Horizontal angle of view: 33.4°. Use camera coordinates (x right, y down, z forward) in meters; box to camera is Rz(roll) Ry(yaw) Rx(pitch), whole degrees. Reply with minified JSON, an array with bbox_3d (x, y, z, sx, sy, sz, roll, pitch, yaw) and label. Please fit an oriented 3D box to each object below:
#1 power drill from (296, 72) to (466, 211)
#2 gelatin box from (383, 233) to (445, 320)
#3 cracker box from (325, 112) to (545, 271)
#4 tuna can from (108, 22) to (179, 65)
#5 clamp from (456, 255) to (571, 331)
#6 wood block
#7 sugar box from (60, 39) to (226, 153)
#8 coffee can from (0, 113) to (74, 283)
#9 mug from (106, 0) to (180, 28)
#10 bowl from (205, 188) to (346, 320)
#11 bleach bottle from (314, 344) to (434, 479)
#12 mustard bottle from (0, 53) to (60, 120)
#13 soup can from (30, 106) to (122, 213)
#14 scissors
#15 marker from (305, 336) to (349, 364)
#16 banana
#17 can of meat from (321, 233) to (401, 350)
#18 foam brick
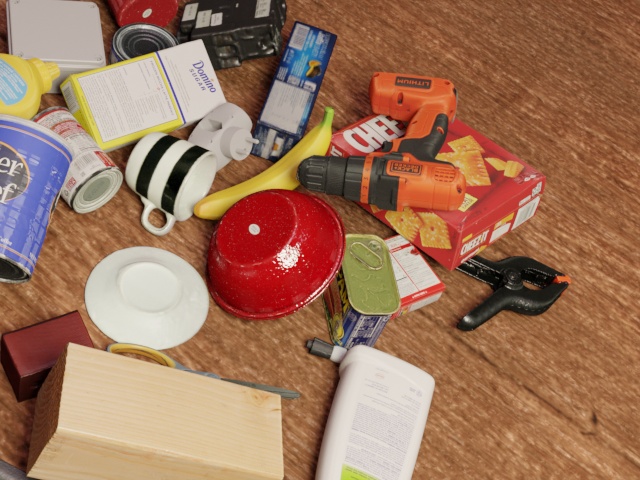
[{"bbox_3d":[0.077,-0.111,1.201,0.184,0.057,0.187,9,48,6],"label":"power drill"},{"bbox_3d":[0.086,0.039,1.210,0.073,0.030,0.089,-19,59,-30],"label":"gelatin box"},{"bbox_3d":[0.132,-0.077,1.263,0.163,0.072,0.214,-30,55,-35],"label":"cracker box"},{"bbox_3d":[-0.216,-0.228,1.313,0.086,0.034,0.086,9,51,-12],"label":"tuna can"},{"bbox_3d":[0.208,0.045,1.243,0.171,0.039,0.120,-5,60,-30],"label":"clamp"},{"bbox_3d":[-0.146,0.174,0.957,0.205,0.090,0.091,17,44,-23],"label":"wood block"},{"bbox_3d":[-0.203,-0.167,1.244,0.175,0.048,0.093,-22,92,-34],"label":"sugar box"},{"bbox_3d":[-0.316,-0.041,1.063,0.102,0.103,0.140,16,70,-6],"label":"coffee can"},{"bbox_3d":[-0.218,-0.316,1.344,0.117,0.093,0.081,-17,65,-21],"label":"mug"},{"bbox_3d":[-0.057,0.001,1.123,0.162,0.055,0.162,-12,54,16],"label":"bowl"},{"bbox_3d":[0.034,0.227,1.028,0.102,0.068,0.250,23,52,0],"label":"bleach bottle"},{"bbox_3d":[-0.361,-0.155,1.146,0.096,0.058,0.191,41,48,19],"label":"mustard bottle"},{"bbox_3d":[-0.272,-0.088,1.163,0.068,0.069,0.102,-30,68,-34],"label":"soup can"},{"bbox_3d":[-0.119,0.149,1.050,0.201,0.016,0.096,19,28,-5],"label":"scissors"},{"bbox_3d":[0.042,0.130,1.133,0.121,0.020,0.020,20,50,-3],"label":"marker"},{"bbox_3d":[-0.057,-0.075,1.220,0.197,0.069,0.037,-39,43,-11],"label":"banana"},{"bbox_3d":[0.040,0.058,1.145,0.057,0.084,0.102,1,53,-18],"label":"can of meat"},{"bbox_3d":[-0.261,0.111,1.023,0.078,0.053,0.051,-19,61,-28],"label":"foam brick"}]
